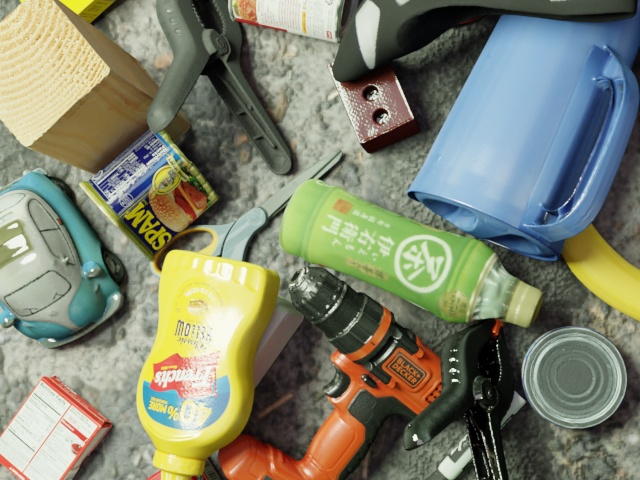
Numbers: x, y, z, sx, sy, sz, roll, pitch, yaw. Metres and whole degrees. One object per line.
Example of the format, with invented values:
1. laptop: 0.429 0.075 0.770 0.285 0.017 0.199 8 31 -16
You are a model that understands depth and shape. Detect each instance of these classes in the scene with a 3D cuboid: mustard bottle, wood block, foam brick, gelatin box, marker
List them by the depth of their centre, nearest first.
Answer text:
1. mustard bottle: -0.097 0.108 0.849 0.096 0.058 0.191 10 85 23
2. wood block: -0.196 -0.119 0.893 0.090 0.206 0.091 -42 80 4
3. marker: 0.127 0.175 0.905 0.020 0.020 0.121 42 93 11
4. foam brick: 0.047 -0.123 0.930 0.053 0.051 0.078 -24 82 7
5. gelatin box: -0.243 0.178 0.964 0.073 0.030 0.089 36 91 12

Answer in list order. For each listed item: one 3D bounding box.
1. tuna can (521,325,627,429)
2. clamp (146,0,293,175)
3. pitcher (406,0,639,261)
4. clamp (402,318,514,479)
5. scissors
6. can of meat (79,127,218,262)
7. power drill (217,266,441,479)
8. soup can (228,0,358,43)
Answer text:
1. tuna can: 0.211 0.114 0.889 0.086 0.033 0.086 -1 85 10
2. clamp: -0.093 -0.157 0.937 0.036 0.164 0.210 -27 57 31
3. pitcher: 0.184 -0.112 0.862 0.149 0.145 0.243 24 86 15
4. clamp: 0.115 0.126 0.850 0.039 0.120 0.171 -22 42 33
5. scissors: -0.056 0.001 0.953 0.202 0.016 0.096 -23 79 8
6. can of meat: -0.146 -0.041 0.927 0.084 0.102 0.057 -42 59 -6
7. power drill: 0.002 0.133 0.880 0.184 0.057 0.188 39 97 -19
8. soup can: -0.022 -0.217 0.942 0.102 0.068 0.068 14 87 10
